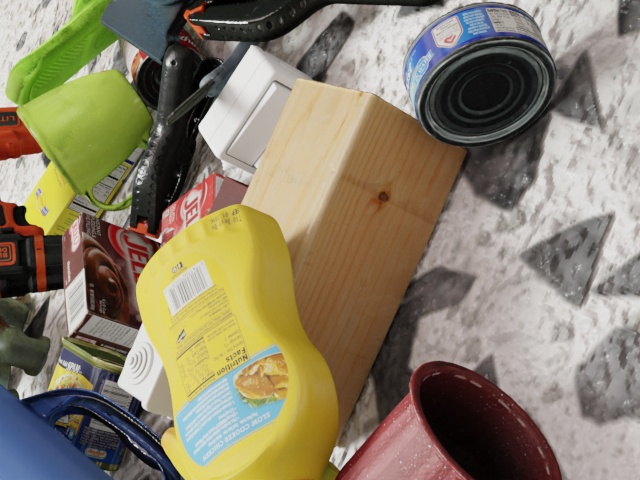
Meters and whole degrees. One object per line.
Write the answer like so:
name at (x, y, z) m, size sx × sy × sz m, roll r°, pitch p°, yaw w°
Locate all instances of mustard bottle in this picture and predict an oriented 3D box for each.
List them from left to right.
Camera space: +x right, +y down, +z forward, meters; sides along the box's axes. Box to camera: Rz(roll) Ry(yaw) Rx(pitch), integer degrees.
mustard bottle at (-0.039, 0.081, 0.576) m, size 0.096 × 0.058 × 0.192 m, roll -36°, pitch 56°, yaw 23°

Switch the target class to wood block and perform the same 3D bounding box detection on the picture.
wood block at (-0.002, 0.013, 0.680) m, size 0.090 × 0.090 × 0.206 m, roll 23°, pitch 89°, yaw 54°

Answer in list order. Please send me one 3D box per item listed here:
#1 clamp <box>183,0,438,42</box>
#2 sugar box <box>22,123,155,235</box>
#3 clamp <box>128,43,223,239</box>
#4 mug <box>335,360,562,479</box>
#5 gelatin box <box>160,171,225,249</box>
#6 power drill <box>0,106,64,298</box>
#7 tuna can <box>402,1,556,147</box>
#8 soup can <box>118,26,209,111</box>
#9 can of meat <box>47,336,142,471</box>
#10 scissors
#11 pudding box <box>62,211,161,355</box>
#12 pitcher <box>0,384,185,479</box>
clamp at (-0.007, -0.213, 0.821) m, size 0.210 × 0.036 × 0.164 m, roll -15°, pitch 52°, yaw 21°
sugar box at (-0.237, -0.069, 1.074) m, size 0.176 × 0.048 × 0.093 m, roll -56°, pitch 37°, yaw 16°
clamp at (-0.127, -0.087, 0.905) m, size 0.039 × 0.120 × 0.171 m, roll 17°, pitch 88°, yaw 14°
mug at (0.064, 0.130, 0.530) m, size 0.082 × 0.093 × 0.117 m, roll -52°, pitch 49°, yaw 26°
gelatin box at (-0.099, -0.001, 0.866) m, size 0.073 × 0.030 × 0.089 m, roll -32°, pitch 47°, yaw 38°
power drill at (-0.279, -0.036, 0.985) m, size 0.057 × 0.184 × 0.188 m, roll 112°, pitch 149°, yaw -54°
tuna can at (0.093, -0.095, 0.624) m, size 0.086 × 0.086 × 0.034 m, roll -41°, pitch 43°, yaw 30°
soup can at (-0.149, -0.173, 1.002) m, size 0.069 × 0.068 × 0.102 m, roll -52°, pitch 36°, yaw 18°
can of meat at (-0.189, 0.134, 0.881) m, size 0.102 × 0.057 × 0.084 m, roll 14°, pitch 84°, yaw 55°
scissors at (-0.072, -0.139, 0.837) m, size 0.096 × 0.016 × 0.201 m, roll -51°, pitch 5°, yaw 12°
pudding box at (-0.164, 0.039, 0.875) m, size 0.039 × 0.089 × 0.113 m, roll -43°, pitch 41°, yaw 31°
pitcher at (-0.220, 0.177, 0.764) m, size 0.243 × 0.149 × 0.145 m, roll 35°, pitch 114°, yaw 29°
